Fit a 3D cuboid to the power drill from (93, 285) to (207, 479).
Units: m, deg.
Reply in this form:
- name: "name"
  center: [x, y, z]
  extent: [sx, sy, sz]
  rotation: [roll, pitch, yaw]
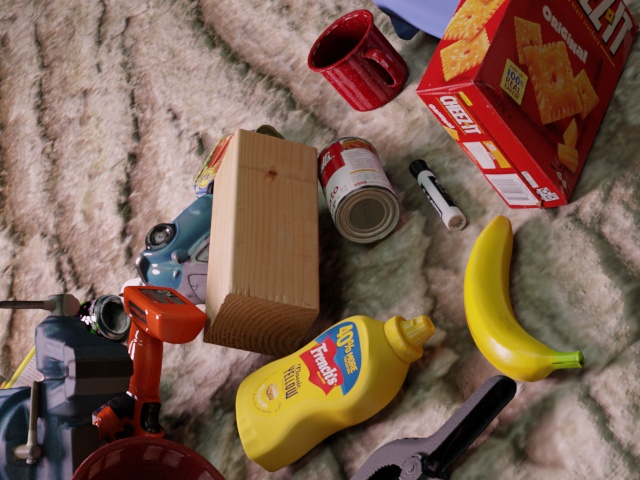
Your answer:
- name: "power drill"
  center: [-0.159, 0.148, 1.018]
  extent: [0.185, 0.057, 0.188]
  rotation: [28, 108, 54]

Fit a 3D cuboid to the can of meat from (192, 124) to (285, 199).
- name: "can of meat"
  center: [-0.096, -0.085, 1.276]
  extent: [0.084, 0.057, 0.102]
  rotation: [-3, 51, 51]

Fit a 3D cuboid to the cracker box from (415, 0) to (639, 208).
- name: "cracker box"
  center: [0.188, -0.160, 0.931]
  extent: [0.072, 0.164, 0.213]
  rotation: [0, 54, 47]

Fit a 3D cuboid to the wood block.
- name: "wood block"
  center: [-0.056, 0.001, 1.053]
  extent: [0.090, 0.090, 0.206]
  rotation: [120, 157, -47]

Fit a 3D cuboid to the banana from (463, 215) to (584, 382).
- name: "banana"
  center: [0.150, 0.053, 0.865]
  extent: [0.069, 0.037, 0.198]
  rotation: [-22, 37, 5]

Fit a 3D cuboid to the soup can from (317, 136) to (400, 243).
- name: "soup can"
  center: [0.037, -0.051, 1.073]
  extent: [0.068, 0.068, 0.102]
  rotation: [-37, 33, 13]

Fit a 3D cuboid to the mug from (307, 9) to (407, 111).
- name: "mug"
  center: [0.052, -0.199, 1.206]
  extent: [0.093, 0.081, 0.117]
  rotation: [-53, 33, -11]

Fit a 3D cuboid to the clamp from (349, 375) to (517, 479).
- name: "clamp"
  center: [0.083, 0.183, 0.793]
  extent: [0.172, 0.039, 0.120]
  rotation: [-37, 28, 25]

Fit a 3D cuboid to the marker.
- name: "marker"
  center: [0.111, -0.047, 1.030]
  extent: [0.020, 0.020, 0.121]
  rotation: [-40, 33, 10]

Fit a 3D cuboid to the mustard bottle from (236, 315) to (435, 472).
- name: "mustard bottle"
  center: [0.016, 0.118, 0.922]
  extent: [0.192, 0.058, 0.096]
  rotation: [-33, 36, 20]

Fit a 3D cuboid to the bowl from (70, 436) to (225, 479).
- name: "bowl"
  center: [-0.147, 0.250, 0.899]
  extent: [0.055, 0.162, 0.162]
  rotation: [-50, 22, 43]
